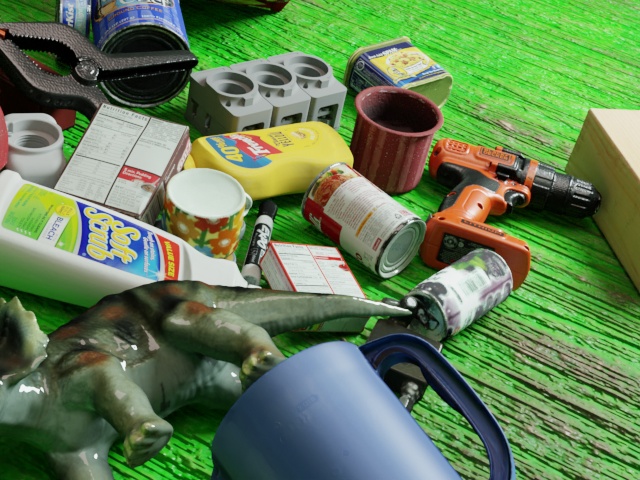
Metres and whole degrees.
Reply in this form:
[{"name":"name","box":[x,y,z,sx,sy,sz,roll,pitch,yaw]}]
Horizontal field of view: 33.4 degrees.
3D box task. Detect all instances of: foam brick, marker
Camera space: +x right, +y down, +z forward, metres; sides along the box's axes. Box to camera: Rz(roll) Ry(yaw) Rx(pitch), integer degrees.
[{"name":"foam brick","box":[-0.292,-0.144,1.078,0.078,0.053,0.051,31,41,20]},{"name":"marker","box":[-0.056,0.001,0.990,0.020,0.020,0.121,12,38,-1]}]

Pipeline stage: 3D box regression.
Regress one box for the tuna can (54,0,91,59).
[{"name":"tuna can","box":[-0.275,-0.242,1.180,0.033,0.086,0.086,2,39,-18]}]

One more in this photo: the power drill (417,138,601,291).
[{"name":"power drill","box":[0.184,-0.027,1.069,0.184,0.057,0.187,16,35,10]}]

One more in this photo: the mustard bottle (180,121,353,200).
[{"name":"mustard bottle","box":[-0.071,-0.074,1.049,0.191,0.058,0.096,-11,35,-27]}]

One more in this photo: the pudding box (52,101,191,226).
[{"name":"pudding box","box":[-0.179,-0.065,0.970,0.090,0.039,0.113,16,57,9]}]

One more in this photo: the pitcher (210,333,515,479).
[{"name":"pitcher","box":[0.053,0.183,0.697,0.144,0.149,0.243,-9,45,-43]}]

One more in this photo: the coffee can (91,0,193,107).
[{"name":"coffee can","box":[-0.199,-0.226,1.168,0.102,0.103,0.140,0,39,-16]}]

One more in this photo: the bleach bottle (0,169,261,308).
[{"name":"bleach bottle","box":[-0.166,0.018,0.903,0.251,0.068,0.102,15,38,-1]}]

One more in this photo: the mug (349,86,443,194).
[{"name":"mug","box":[0.075,-0.109,1.118,0.093,0.082,0.117,14,38,1]}]

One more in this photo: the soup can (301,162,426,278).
[{"name":"soup can","box":[0.041,-0.019,1.006,0.068,0.069,0.102,-26,52,-39]}]

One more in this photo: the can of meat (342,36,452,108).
[{"name":"can of meat","box":[0.092,-0.187,1.243,0.101,0.057,0.084,-21,52,-36]}]

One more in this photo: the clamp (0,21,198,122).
[{"name":"clamp","box":[-0.225,-0.165,1.053,0.210,0.036,0.164,29,55,-12]}]

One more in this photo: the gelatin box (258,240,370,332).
[{"name":"gelatin box","box":[-0.005,0.041,0.934,0.073,0.030,0.089,4,38,-34]}]
